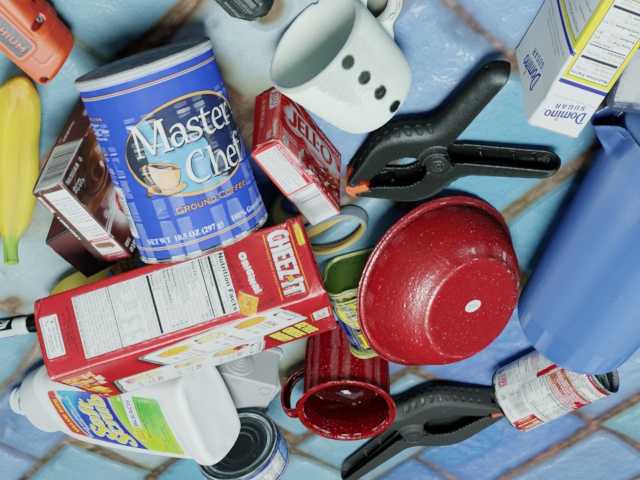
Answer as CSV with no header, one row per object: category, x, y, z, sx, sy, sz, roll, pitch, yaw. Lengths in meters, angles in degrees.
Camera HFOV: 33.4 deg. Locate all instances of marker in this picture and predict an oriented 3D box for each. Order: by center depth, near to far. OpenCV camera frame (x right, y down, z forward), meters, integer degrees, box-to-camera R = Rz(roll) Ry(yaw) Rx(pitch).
marker,-0.313,0.087,1.039,0.121,0.020,0.020,-10,133,12

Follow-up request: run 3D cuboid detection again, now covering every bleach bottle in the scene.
bleach bottle,-0.205,0.164,1.044,0.251,0.068,0.102,-6,117,33

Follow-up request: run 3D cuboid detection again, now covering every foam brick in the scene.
foam brick,-0.185,-0.020,0.888,0.051,0.078,0.053,-25,128,27

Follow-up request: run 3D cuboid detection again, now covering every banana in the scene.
banana,-0.240,-0.068,0.850,0.037,0.070,0.198,-9,141,-24

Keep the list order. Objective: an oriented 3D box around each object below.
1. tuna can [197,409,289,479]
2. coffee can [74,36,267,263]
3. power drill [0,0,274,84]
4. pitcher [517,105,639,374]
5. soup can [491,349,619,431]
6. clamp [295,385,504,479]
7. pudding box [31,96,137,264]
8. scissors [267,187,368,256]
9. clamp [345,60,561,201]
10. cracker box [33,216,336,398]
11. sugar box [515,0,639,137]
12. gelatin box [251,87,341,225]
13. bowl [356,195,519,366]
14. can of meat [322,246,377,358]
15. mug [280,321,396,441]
tuna can,-0.075,0.206,1.027,0.086,0.086,0.033,-12,131,14
coffee can,-0.108,-0.067,0.787,0.103,0.102,0.140,-13,108,15
power drill,-0.149,-0.187,0.738,0.188,0.057,0.184,-30,123,25
pitcher,0.262,0.005,0.856,0.144,0.149,0.243,-18,148,-31
soup can,0.225,0.135,1.026,0.102,0.068,0.068,-32,125,30
clamp,0.092,0.195,1.112,0.210,0.036,0.164,-10,141,7
pudding box,-0.165,-0.052,0.830,0.039,0.113,0.090,-9,136,33
scissors,-0.056,0.001,0.946,0.202,0.016,0.096,-19,129,20
clamp,0.104,-0.068,0.855,0.172,0.039,0.120,-24,125,32
cracker box,-0.101,0.058,0.856,0.213,0.072,0.164,-18,166,0
sugar box,0.193,-0.164,0.718,0.048,0.093,0.176,14,134,-11
gelatin box,-0.017,-0.068,0.836,0.030,0.073,0.089,-24,128,22
bowl,0.112,0.046,0.899,0.161,0.055,0.162,-13,118,-25
can of meat,0.060,0.051,0.961,0.102,0.057,0.084,-15,129,16
mug,0.015,0.136,1.028,0.117,0.081,0.093,-21,130,22
